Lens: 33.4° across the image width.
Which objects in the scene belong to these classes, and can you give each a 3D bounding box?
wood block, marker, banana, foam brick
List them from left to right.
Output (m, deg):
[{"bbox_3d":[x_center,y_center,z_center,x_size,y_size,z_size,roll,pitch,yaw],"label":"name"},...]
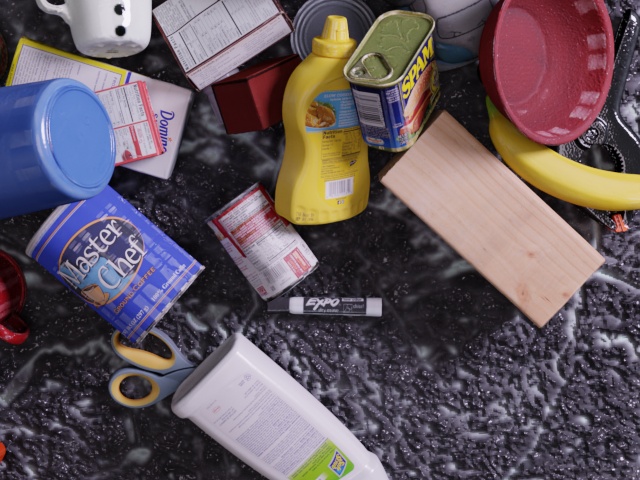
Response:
[{"bbox_3d":[-0.055,-0.139,1.017,0.053,0.078,0.051,-2,113,44],"label":"foam brick"},{"bbox_3d":[0.001,0.066,1.078,0.121,0.020,0.020,1,97,2],"label":"marker"},{"bbox_3d":[0.160,-0.024,1.027,0.206,0.091,0.090,42,96,-3],"label":"wood block"},{"bbox_3d":[0.235,-0.069,0.999,0.197,0.037,0.069,28,73,-6],"label":"banana"}]

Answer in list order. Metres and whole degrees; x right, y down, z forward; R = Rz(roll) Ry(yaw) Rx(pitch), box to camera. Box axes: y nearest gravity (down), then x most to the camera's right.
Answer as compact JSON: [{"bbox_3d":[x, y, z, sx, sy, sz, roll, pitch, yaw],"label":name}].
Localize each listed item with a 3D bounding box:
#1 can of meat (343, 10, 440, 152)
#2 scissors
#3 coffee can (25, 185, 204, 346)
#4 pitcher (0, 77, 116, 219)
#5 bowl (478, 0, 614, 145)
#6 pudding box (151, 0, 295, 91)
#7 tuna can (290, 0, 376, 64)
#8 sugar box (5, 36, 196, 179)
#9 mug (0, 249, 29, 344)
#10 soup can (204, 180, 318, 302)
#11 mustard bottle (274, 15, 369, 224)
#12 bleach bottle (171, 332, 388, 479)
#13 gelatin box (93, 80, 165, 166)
[{"bbox_3d":[0.068,-0.143,0.967,0.058,0.084,0.102,13,53,25],"label":"can of meat"},{"bbox_3d":[-0.131,0.155,1.095,0.201,0.016,0.096,29,98,-2],"label":"scissors"},{"bbox_3d":[-0.198,0.019,1.036,0.140,0.103,0.103,41,96,-4],"label":"coffee can"},{"bbox_3d":[-0.316,-0.082,0.965,0.243,0.149,0.145,-7,89,26],"label":"pitcher"},{"bbox_3d":[0.195,-0.168,0.971,0.161,0.055,0.162,-6,99,-37],"label":"bowl"},{"bbox_3d":[-0.094,-0.210,1.020,0.113,0.039,0.090,-32,65,7],"label":"pudding box"},{"bbox_3d":[0.014,-0.197,1.039,0.086,0.034,0.086,0,97,2],"label":"tuna can"},{"bbox_3d":[-0.220,-0.129,1.049,0.176,0.048,0.093,18,97,-4],"label":"sugar box"},{"bbox_3d":[-0.339,0.063,1.056,0.117,0.081,0.093,42,96,-3],"label":"mug"},{"bbox_3d":[-0.057,0.001,1.048,0.068,0.068,0.102,-36,95,5],"label":"soup can"},{"bbox_3d":[0.008,-0.114,1.002,0.096,0.058,0.192,-12,118,-33],"label":"mustard bottle"},{"bbox_3d":[-0.025,0.209,1.068,0.102,0.068,0.250,-44,102,8],"label":"bleach bottle"},{"bbox_3d":[-0.200,-0.106,1.013,0.089,0.030,0.073,-14,97,2],"label":"gelatin box"}]
